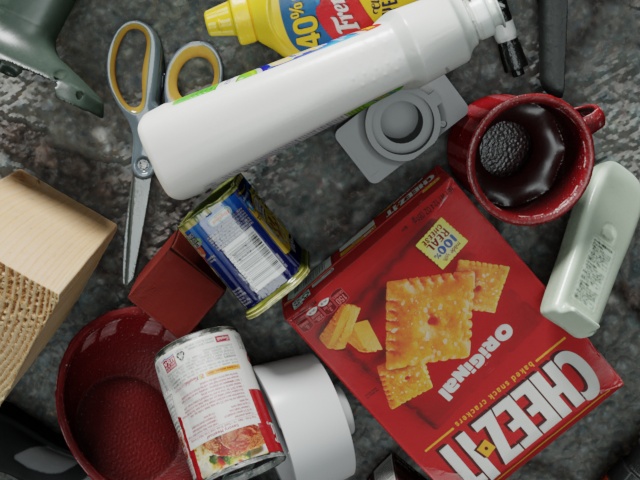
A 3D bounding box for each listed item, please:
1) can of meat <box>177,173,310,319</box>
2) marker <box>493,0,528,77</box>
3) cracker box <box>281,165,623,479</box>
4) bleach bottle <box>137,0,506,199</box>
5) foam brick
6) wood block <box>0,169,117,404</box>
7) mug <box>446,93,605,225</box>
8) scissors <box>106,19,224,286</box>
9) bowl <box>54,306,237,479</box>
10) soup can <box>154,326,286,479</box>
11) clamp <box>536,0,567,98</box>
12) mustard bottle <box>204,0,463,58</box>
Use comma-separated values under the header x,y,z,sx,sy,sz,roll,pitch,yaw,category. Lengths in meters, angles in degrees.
x,y,z,sx,sy,sz,roll,pitch,yaw,category
-0.055,0.001,0.784,0.057,0.102,0.084,-38,99,6,can of meat
0.128,-0.179,0.789,0.020,0.020,0.121,-21,102,3,marker
0.100,0.076,0.818,0.164,0.072,0.213,-40,101,7,cracker box
0.004,-0.107,0.733,0.251,0.102,0.068,-23,98,9,bleach bottle
-0.105,0.032,0.801,0.053,0.078,0.051,41,97,-9,foam brick
-0.215,0.025,0.732,0.090,0.206,0.090,30,100,-7,wood block
0.151,-0.069,0.779,0.117,0.081,0.093,-29,105,-2,mug
-0.115,-0.067,0.811,0.096,0.016,0.202,-5,103,0,scissors
-0.133,0.133,0.806,0.162,0.162,0.055,41,135,-9,bowl
-0.074,0.121,0.771,0.068,0.068,0.102,-24,71,4,soup can
0.174,-0.193,0.778,0.120,0.039,0.171,-41,95,3,clamp
0.011,-0.177,0.767,0.191,0.058,0.096,-12,116,2,mustard bottle
